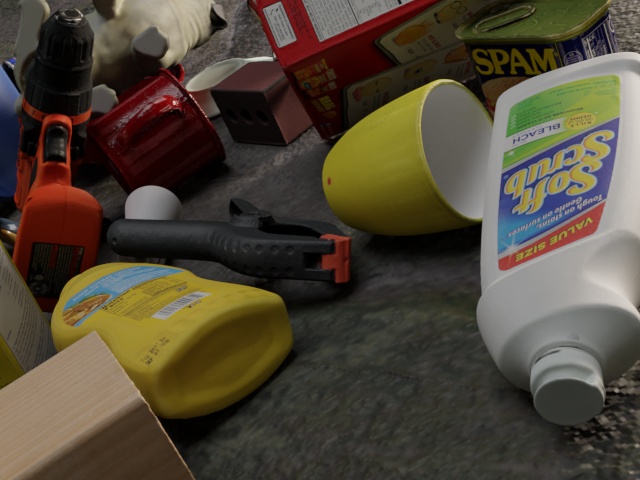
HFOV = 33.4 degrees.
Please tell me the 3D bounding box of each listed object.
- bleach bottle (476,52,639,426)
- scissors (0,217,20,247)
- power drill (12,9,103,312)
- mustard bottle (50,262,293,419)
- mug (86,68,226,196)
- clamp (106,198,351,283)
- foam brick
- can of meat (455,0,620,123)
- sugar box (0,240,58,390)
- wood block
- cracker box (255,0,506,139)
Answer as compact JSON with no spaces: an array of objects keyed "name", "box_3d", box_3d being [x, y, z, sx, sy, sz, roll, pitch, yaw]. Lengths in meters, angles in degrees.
[{"name":"bleach bottle","box_3d":[0.134,-0.006,0.546,0.103,0.068,0.250,-14,31,21]},{"name":"scissors","box_3d":[-0.290,-0.008,0.938,0.016,0.096,0.202,-63,9,-16]},{"name":"power drill","box_3d":[-0.193,-0.054,0.785,0.057,0.185,0.188,5,37,-17]},{"name":"mustard bottle","box_3d":[-0.109,0.051,0.649,0.096,0.058,0.192,-30,25,-32]},{"name":"mug","box_3d":[-0.136,-0.083,0.868,0.081,0.093,0.117,-37,-4,-12]},{"name":"clamp","box_3d":[-0.054,0.001,0.685,0.120,0.039,0.172,-17,17,-34]},{"name":"foam brick","box_3d":[-0.045,-0.117,0.904,0.051,0.053,0.078,-41,30,-28]},{"name":"can of meat","box_3d":[0.148,-0.109,0.692,0.057,0.084,0.102,-41,31,-28]},{"name":"sugar box","box_3d":[-0.215,0.030,0.646,0.048,0.176,0.093,-23,27,3]},{"name":"wood block","box_3d":[-0.161,0.145,0.494,0.206,0.090,0.091,-33,28,-14]},{"name":"cracker box","box_3d":[0.073,-0.166,0.778,0.214,0.072,0.164,-24,-15,5]}]
